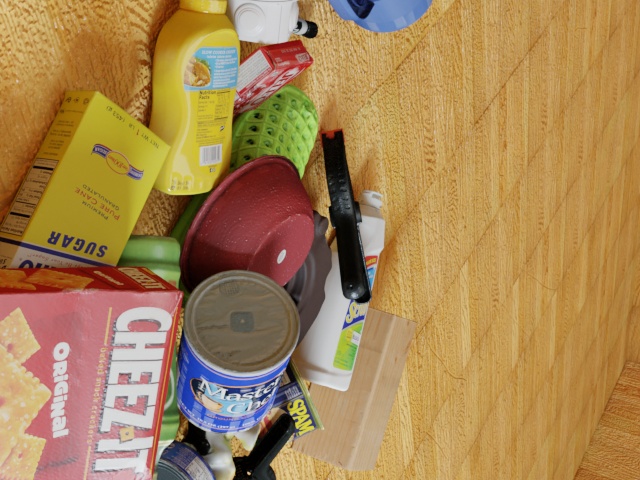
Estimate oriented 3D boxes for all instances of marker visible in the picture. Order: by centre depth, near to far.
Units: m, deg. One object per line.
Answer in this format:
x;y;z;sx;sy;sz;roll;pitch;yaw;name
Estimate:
-0.035;-0.225;1.099;0.120;0.020;0.020;-3;107;-63;marker

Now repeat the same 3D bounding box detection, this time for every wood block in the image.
0.046;0.190;1.406;0.090;0.091;0.206;23;83;-64;wood block

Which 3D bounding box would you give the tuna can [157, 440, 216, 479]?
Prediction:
-0.145;0.240;1.057;0.033;0.086;0.086;-43;140;-50;tuna can

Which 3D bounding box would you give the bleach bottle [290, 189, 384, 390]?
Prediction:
0.028;0.057;1.334;0.102;0.068;0.251;30;75;-63;bleach bottle

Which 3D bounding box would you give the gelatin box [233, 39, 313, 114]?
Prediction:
-0.059;-0.153;1.017;0.030;0.089;0.073;59;32;3;gelatin box

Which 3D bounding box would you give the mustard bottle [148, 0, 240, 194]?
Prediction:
-0.111;-0.140;0.948;0.096;0.058;0.192;-16;118;-56;mustard bottle

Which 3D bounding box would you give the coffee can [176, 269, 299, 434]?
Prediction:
-0.081;0.105;0.985;0.102;0.103;0.140;-56;172;-33;coffee can

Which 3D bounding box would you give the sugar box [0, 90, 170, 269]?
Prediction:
-0.193;-0.021;0.844;0.093;0.048;0.176;37;67;-46;sugar box

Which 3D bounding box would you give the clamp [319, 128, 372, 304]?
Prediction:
0.029;-0.024;1.218;0.164;0.036;0.210;-17;97;-86;clamp

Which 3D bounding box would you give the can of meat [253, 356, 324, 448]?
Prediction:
-0.051;0.191;1.211;0.084;0.057;0.102;-25;139;-5;can of meat

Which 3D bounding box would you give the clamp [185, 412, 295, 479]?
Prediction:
-0.097;0.257;1.188;0.039;0.120;0.172;-104;-159;-50;clamp

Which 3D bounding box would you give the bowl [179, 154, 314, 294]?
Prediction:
-0.057;0.001;1.016;0.161;0.055;0.162;-38;149;-29;bowl

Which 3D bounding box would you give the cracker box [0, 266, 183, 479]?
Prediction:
-0.215;0.105;0.771;0.213;0.072;0.164;1;105;-39;cracker box
